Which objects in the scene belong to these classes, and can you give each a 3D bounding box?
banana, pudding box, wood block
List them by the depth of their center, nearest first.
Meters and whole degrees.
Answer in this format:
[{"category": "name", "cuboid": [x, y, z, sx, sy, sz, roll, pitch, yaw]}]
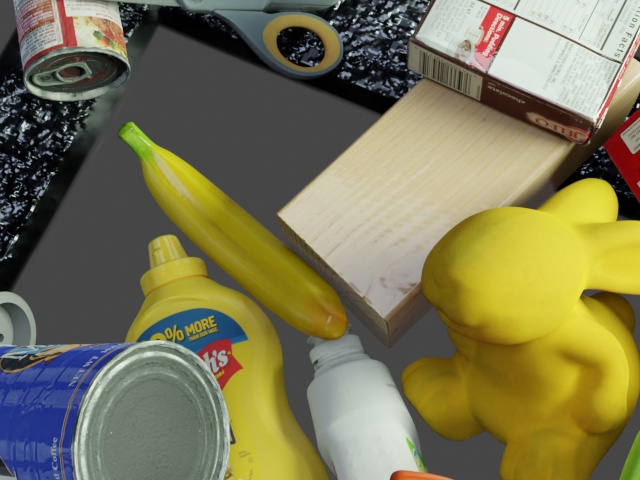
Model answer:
[{"category": "pudding box", "cuboid": [0.116, -0.116, 0.586, 0.113, 0.039, 0.090, 27, 77, 11]}, {"category": "wood block", "cuboid": [0.083, -0.043, 0.635, 0.206, 0.090, 0.091, -43, 75, -7]}, {"category": "banana", "cuboid": [-0.050, 0.003, 0.638, 0.198, 0.069, 0.037, 39, 93, 26]}]

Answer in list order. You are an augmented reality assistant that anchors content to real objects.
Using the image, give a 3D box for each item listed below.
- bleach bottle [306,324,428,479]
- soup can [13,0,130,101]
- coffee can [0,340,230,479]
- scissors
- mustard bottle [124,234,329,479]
[{"category": "bleach bottle", "cuboid": [0.048, 0.166, 0.584, 0.068, 0.102, 0.251, -21, 68, 2]}, {"category": "soup can", "cuboid": [-0.166, -0.152, 0.699, 0.068, 0.068, 0.102, -13, 73, 1]}, {"category": "coffee can", "cuboid": [-0.134, 0.106, 0.573, 0.141, 0.102, 0.103, -6, 70, 40]}, {"category": "scissors", "cuboid": [-0.069, -0.138, 0.682, 0.201, 0.016, 0.096, -15, 90, -16]}, {"category": "mustard bottle", "cuboid": [-0.065, 0.086, 0.626, 0.096, 0.058, 0.192, -25, 72, 16]}]
